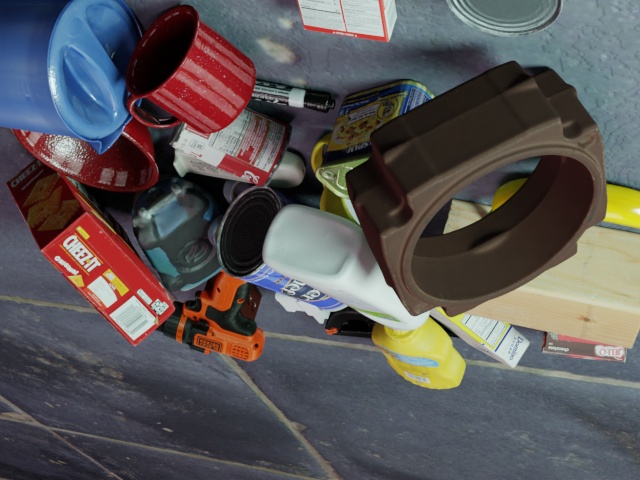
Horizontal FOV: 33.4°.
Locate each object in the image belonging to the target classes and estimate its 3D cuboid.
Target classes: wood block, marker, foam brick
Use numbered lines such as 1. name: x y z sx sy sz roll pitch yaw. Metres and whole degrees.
1. wood block: 0.226 0.034 1.092 0.206 0.090 0.091 12 153 13
2. marker: -0.045 -0.138 0.998 0.121 0.020 0.020 12 154 11
3. foam brick: -0.118 0.076 1.437 0.051 0.053 0.078 8 154 19

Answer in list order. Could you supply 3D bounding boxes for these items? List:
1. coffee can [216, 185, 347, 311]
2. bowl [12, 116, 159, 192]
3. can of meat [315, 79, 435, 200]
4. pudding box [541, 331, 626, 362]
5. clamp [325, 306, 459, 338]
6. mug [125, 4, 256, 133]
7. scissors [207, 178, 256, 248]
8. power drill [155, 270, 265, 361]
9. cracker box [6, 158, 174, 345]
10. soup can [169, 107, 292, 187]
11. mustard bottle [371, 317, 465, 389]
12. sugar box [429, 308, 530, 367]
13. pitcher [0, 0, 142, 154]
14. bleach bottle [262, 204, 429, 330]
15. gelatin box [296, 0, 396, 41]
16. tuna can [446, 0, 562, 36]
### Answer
1. coffee can: -0.027 0.010 1.156 0.103 0.103 0.140 -10 156 44
2. bowl: -0.239 -0.115 1.124 0.162 0.055 0.162 14 155 7
3. can of meat: 0.053 -0.090 0.958 0.102 0.084 0.057 -9 144 43
4. pudding box: 0.299 0.115 1.215 0.090 0.039 0.113 7 179 12
5. clamp: 0.089 0.099 1.371 0.164 0.036 0.210 29 152 -27
6. mug: -0.120 -0.140 0.948 0.117 0.093 0.081 -38 132 22
7. scissors: -0.058 0.001 1.217 0.016 0.096 0.201 28 166 45
8. power drill: -0.150 0.062 1.350 0.184 0.057 0.188 16 132 4
9. cracker box: -0.263 0.003 1.216 0.164 0.072 0.214 52 175 -33
10. soup can: -0.087 -0.102 1.039 0.102 0.068 0.069 24 154 -14
11. mustard bottle: 0.113 0.125 1.289 0.096 0.058 0.191 16 163 24
12. sugar box: 0.158 0.080 1.244 0.176 0.048 0.093 34 176 -35
13. pitcher: -0.293 -0.174 0.978 0.243 0.149 0.144 8 168 27
14. bleach bottle: 0.043 0.042 1.072 0.103 0.068 0.250 17 170 29
15. gelatin box: 0.018 -0.197 0.828 0.073 0.030 0.089 11 154 16
16. tuna can: 0.134 -0.187 0.768 0.086 0.033 0.086 14 154 7
